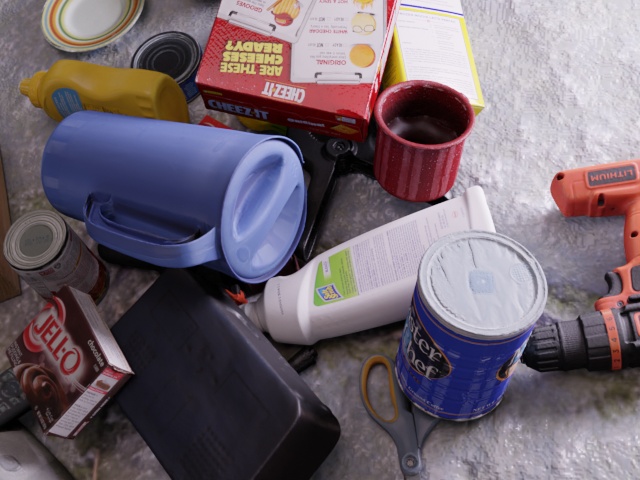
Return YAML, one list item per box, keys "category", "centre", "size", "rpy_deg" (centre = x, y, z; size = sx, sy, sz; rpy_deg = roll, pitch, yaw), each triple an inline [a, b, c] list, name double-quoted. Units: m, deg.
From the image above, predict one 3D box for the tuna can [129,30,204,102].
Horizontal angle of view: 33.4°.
- category: "tuna can"
  centre: [-0.168, -0.191, 1.189]
  size: [0.086, 0.033, 0.086]
  rpy_deg: [-6, 60, 11]

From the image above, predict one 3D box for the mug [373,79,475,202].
- category: "mug"
  centre: [0.101, -0.097, 1.010]
  size: [0.093, 0.081, 0.117]
  rpy_deg: [34, 55, 22]

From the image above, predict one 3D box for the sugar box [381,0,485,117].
- category: "sugar box"
  centre: [0.103, -0.204, 1.087]
  size: [0.093, 0.048, 0.176]
  rpy_deg: [4, 60, -24]

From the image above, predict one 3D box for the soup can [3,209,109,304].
- category: "soup can"
  centre: [-0.260, 0.023, 1.054]
  size: [0.068, 0.102, 0.068]
  rpy_deg: [-7, 60, 11]

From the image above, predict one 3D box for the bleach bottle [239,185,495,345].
- category: "bleach bottle"
  centre: [0.043, 0.034, 0.992]
  size: [0.251, 0.068, 0.102]
  rpy_deg: [-17, 46, 10]

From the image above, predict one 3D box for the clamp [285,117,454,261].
- category: "clamp"
  centre: [0.014, -0.077, 1.071]
  size: [0.164, 0.036, 0.210]
  rpy_deg: [-25, 57, -12]

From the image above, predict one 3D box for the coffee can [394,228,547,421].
- category: "coffee can"
  centre: [0.121, 0.073, 0.889]
  size: [0.102, 0.140, 0.103]
  rpy_deg: [3, 53, -4]

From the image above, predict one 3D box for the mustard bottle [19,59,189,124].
- category: "mustard bottle"
  centre: [-0.241, -0.153, 1.150]
  size: [0.192, 0.096, 0.058]
  rpy_deg: [11, 65, 20]

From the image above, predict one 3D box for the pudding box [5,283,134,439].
- category: "pudding box"
  centre: [-0.228, 0.109, 0.961]
  size: [0.090, 0.039, 0.114]
  rpy_deg: [-48, 53, 10]

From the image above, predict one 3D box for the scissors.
- category: "scissors"
  centre: [0.094, 0.180, 0.924]
  size: [0.096, 0.016, 0.202]
  rpy_deg: [-23, 59, 1]

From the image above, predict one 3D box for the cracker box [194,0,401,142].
- category: "cracker box"
  centre: [-0.010, -0.215, 1.024]
  size: [0.164, 0.072, 0.213]
  rpy_deg: [13, 74, 7]

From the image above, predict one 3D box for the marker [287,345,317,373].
- category: "marker"
  centre: [-0.053, 0.137, 0.984]
  size: [0.121, 0.020, 0.020]
  rpy_deg: [-36, 59, -7]

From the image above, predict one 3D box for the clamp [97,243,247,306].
- category: "clamp"
  centre: [-0.144, 0.018, 1.063]
  size: [0.120, 0.039, 0.172]
  rpy_deg: [-44, 63, 8]

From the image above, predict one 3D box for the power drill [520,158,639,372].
- category: "power drill"
  centre: [0.257, 0.024, 0.946]
  size: [0.184, 0.057, 0.187]
  rpy_deg: [-8, 63, 6]

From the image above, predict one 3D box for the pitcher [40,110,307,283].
- category: "pitcher"
  centre: [-0.147, -0.046, 0.987]
  size: [0.243, 0.149, 0.145]
  rpy_deg: [14, 81, 30]
